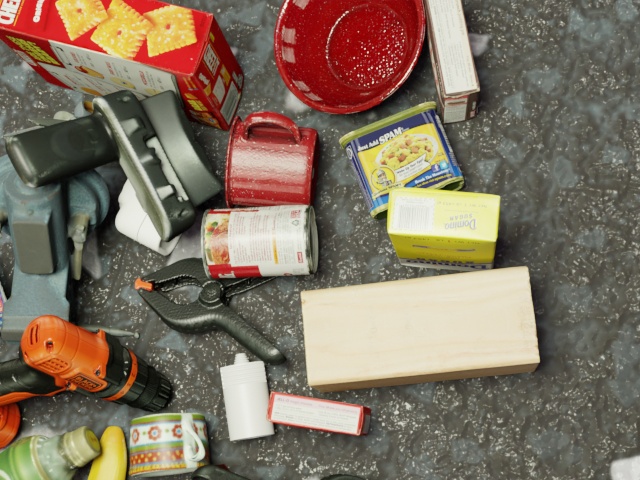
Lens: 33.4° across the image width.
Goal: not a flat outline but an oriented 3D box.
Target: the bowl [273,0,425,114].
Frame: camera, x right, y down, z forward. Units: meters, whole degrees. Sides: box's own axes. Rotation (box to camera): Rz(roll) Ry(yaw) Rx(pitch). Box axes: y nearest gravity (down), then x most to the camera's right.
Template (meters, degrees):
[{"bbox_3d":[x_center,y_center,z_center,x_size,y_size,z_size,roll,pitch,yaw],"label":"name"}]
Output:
[{"bbox_3d":[0.036,-0.200,1.062,0.162,0.055,0.162,-3,83,24],"label":"bowl"}]

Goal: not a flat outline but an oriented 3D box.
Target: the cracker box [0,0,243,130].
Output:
[{"bbox_3d":[-0.194,-0.188,1.051,0.214,0.164,0.072,16,81,11],"label":"cracker box"}]

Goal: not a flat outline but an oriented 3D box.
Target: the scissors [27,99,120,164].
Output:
[{"bbox_3d":[-0.220,-0.097,1.032,0.016,0.201,0.096,-43,100,10],"label":"scissors"}]

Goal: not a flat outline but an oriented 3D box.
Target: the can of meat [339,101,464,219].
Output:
[{"bbox_3d":[0.081,-0.076,1.044,0.102,0.057,0.084,-22,79,5],"label":"can of meat"}]

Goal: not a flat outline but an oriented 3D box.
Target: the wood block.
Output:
[{"bbox_3d":[0.093,0.085,0.994,0.206,0.090,0.090,-7,78,8],"label":"wood block"}]

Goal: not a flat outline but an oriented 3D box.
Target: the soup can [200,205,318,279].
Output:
[{"bbox_3d":[-0.057,0.001,1.017,0.102,0.068,0.068,-3,79,7],"label":"soup can"}]

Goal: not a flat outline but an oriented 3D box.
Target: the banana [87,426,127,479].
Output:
[{"bbox_3d":[-0.240,0.276,1.036,0.070,0.037,0.198,37,87,13],"label":"banana"}]

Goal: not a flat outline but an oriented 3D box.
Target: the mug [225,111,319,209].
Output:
[{"bbox_3d":[-0.045,-0.080,1.037,0.081,0.117,0.093,5,49,4],"label":"mug"}]

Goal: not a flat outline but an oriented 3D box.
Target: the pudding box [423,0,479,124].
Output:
[{"bbox_3d":[0.126,-0.181,1.039,0.039,0.090,0.113,-12,79,5],"label":"pudding box"}]

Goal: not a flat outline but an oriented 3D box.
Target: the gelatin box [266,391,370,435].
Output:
[{"bbox_3d":[-0.001,0.164,1.002,0.089,0.073,0.030,7,80,9],"label":"gelatin box"}]

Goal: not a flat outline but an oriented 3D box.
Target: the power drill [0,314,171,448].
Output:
[{"bbox_3d":[-0.259,0.142,1.017,0.188,0.184,0.057,-24,53,21],"label":"power drill"}]

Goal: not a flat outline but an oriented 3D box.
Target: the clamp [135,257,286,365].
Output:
[{"bbox_3d":[-0.099,0.066,1.047,0.171,0.039,0.120,-3,57,11],"label":"clamp"}]

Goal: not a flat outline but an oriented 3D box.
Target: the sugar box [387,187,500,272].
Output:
[{"bbox_3d":[0.113,-0.005,0.964,0.093,0.176,0.048,5,78,10],"label":"sugar box"}]
